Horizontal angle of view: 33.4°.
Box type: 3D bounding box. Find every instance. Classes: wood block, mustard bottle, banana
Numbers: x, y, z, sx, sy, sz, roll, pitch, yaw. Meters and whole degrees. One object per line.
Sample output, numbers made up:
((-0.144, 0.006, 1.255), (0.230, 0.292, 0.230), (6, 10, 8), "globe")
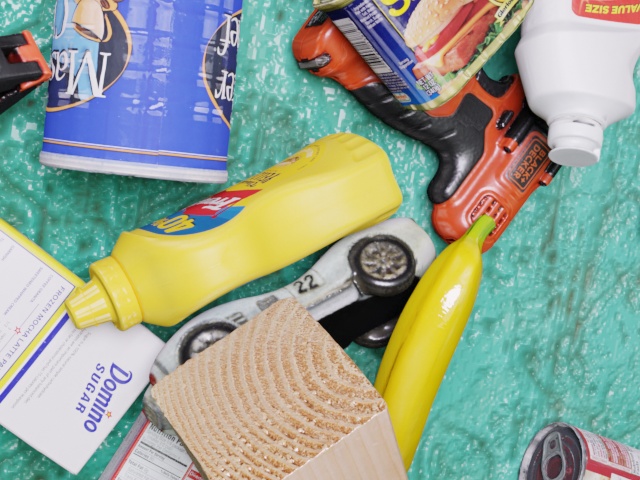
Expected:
((-0.008, 0.138, 0.597), (0.090, 0.090, 0.206), (-34, 142, -13), "wood block")
((-0.054, 0.000, 0.606), (0.191, 0.096, 0.058), (-27, 106, -20), "mustard bottle")
((0.062, 0.080, 0.656), (0.069, 0.037, 0.198), (-9, 125, -54), "banana")

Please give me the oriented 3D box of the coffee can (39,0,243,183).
((-0.095, -0.106, 0.583), (0.102, 0.103, 0.140), (5, 95, -20), "coffee can")

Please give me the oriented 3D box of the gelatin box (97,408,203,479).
((-0.098, 0.156, 0.653), (0.073, 0.030, 0.089), (33, 85, -19), "gelatin box")

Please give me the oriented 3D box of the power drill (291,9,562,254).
((0.090, -0.111, 0.673), (0.187, 0.057, 0.184), (40, 80, -18), "power drill")

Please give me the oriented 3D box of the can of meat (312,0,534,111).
((0.060, -0.135, 0.599), (0.102, 0.058, 0.084), (-47, 111, -12), "can of meat")

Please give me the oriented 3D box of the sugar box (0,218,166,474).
((-0.181, 0.044, 0.603), (0.176, 0.048, 0.093), (42, 80, -22), "sugar box")

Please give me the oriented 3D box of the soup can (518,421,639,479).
((0.198, 0.173, 0.739), (0.102, 0.069, 0.068), (22, 89, -21), "soup can")
